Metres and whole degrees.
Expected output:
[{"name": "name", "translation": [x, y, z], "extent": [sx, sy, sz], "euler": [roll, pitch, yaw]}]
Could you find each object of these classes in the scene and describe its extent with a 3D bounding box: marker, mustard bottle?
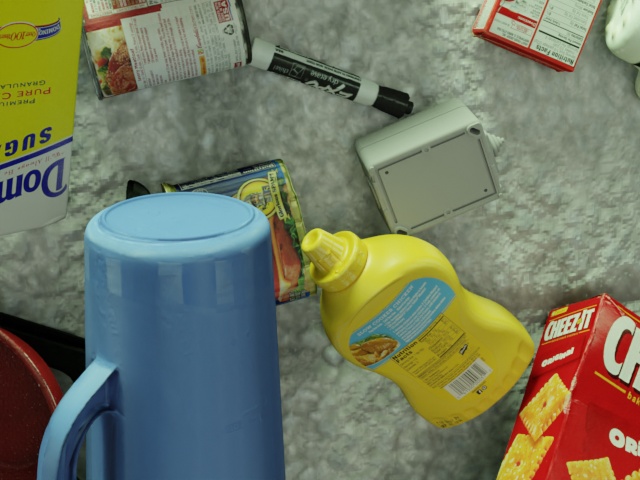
[{"name": "marker", "translation": [0.008, -0.110, 0.735], "extent": [0.121, 0.020, 0.020], "euler": [18, 97, -13]}, {"name": "mustard bottle", "translation": [0.057, 0.050, 0.726], "extent": [0.096, 0.058, 0.191], "euler": [-42, 124, 14]}]

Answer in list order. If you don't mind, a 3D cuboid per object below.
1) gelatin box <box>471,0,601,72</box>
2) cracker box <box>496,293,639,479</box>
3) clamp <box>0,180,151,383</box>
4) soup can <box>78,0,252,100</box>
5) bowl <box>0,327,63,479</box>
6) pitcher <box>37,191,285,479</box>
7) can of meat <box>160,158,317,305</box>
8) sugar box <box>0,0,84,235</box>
[{"name": "gelatin box", "translation": [0.156, -0.171, 0.745], "extent": [0.073, 0.030, 0.089], "euler": [19, 97, -14]}, {"name": "cracker box", "translation": [0.213, 0.170, 0.749], "extent": [0.164, 0.072, 0.213], "euler": [33, 62, -15]}, {"name": "clamp", "translation": [-0.148, 0.082, 0.734], "extent": [0.164, 0.036, 0.210], "euler": [-25, 107, 5]}, {"name": "soup can", "translation": [-0.101, -0.135, 0.686], "extent": [0.102, 0.068, 0.068], "euler": [-14, 103, -8]}, {"name": "bowl", "translation": [-0.220, 0.115, 0.687], "extent": [0.162, 0.055, 0.162], "euler": [4, 103, 19]}, {"name": "pitcher", "translation": [-0.090, 0.102, 0.646], "extent": [0.145, 0.149, 0.243], "euler": [0, 109, -2]}, {"name": "can of meat", "translation": [-0.055, 0.001, 0.726], "extent": [0.084, 0.057, 0.102], "euler": [-15, 104, -10]}, {"name": "sugar box", "translation": [-0.195, -0.086, 0.643], "extent": [0.093, 0.048, 0.176], "euler": [-15, 127, -38]}]
